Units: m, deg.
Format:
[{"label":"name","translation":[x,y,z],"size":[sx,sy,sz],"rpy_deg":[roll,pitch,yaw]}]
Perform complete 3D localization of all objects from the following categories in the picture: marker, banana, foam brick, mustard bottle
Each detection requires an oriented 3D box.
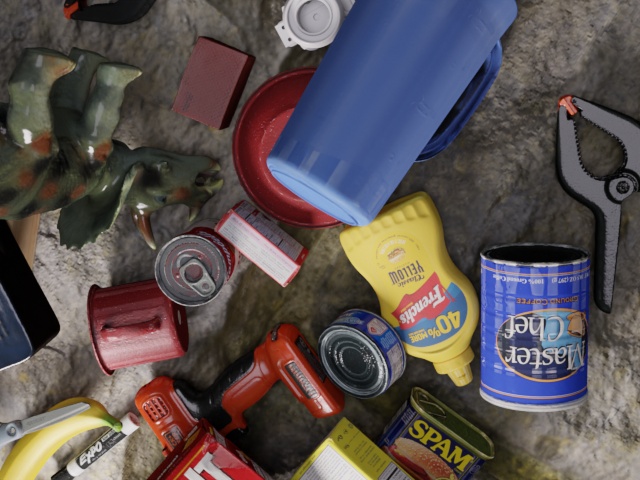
[{"label":"marker","translation":[-0.241,0.225,1.131],"size":[0.121,0.020,0.020],"rpy_deg":[-40,95,11]},{"label":"banana","translation":[-0.288,0.221,1.115],"size":[0.198,0.070,0.037],"rpy_deg":[-41,135,17]},{"label":"foam brick","translation":[-0.102,-0.152,1.029],"size":[0.053,0.051,0.078],"rpy_deg":[24,102,2]},{"label":"mustard bottle","translation":[0.101,0.055,1.043],"size":[0.096,0.058,0.191],"rpy_deg":[-25,98,14]}]

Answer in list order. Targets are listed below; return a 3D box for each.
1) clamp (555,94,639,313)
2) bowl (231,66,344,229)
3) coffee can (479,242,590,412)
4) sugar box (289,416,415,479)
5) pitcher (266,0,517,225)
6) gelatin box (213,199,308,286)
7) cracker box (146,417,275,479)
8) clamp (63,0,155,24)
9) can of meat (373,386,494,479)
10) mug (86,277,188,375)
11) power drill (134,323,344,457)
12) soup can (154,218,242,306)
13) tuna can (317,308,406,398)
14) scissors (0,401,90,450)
[{"label":"clamp","translation":[0.281,-0.043,1.017],"size":[0.165,0.036,0.210],"rpy_deg":[-41,92,13]},{"label":"bowl","translation":[-0.010,-0.086,1.030],"size":[0.162,0.055,0.162],"rpy_deg":[1,101,5]},{"label":"coffee can","translation":[0.203,0.080,1.014],"size":[0.103,0.102,0.140],"rpy_deg":[0,100,6]},{"label":"sugar box","translation":[0.060,0.264,1.043],"size":[0.176,0.048,0.093],"rpy_deg":[40,128,6]},{"label":"pitcher","translation":[0.065,-0.133,0.948],"size":[0.149,0.145,0.243],"rpy_deg":[32,85,1]},{"label":"gelatin box","translation":[-0.057,0.001,1.042],"size":[0.089,0.073,0.030],"rpy_deg":[38,102,-2]},{"label":"cracker box","translation":[-0.087,0.306,1.031],"size":[0.213,0.072,0.164],"rpy_deg":[43,84,-10]},{"label":"clamp","translation":[-0.176,-0.270,1.021],"size":[0.171,0.039,0.120],"rpy_deg":[-19,97,9]},{"label":"can of meat","translation":[0.109,0.212,1.074],"size":[0.102,0.057,0.084],"rpy_deg":[36,105,-1]},{"label":"mug","translation":[-0.180,0.082,1.051],"size":[0.081,0.117,0.093],"rpy_deg":[-11,90,3]},{"label":"power drill","translation":[-0.071,0.187,1.086],"size":[0.188,0.057,0.184],"rpy_deg":[-33,97,10]},{"label":"soup can","translation":[-0.116,0.019,1.036],"size":[0.068,0.102,0.068],"rpy_deg":[1,101,6]},{"label":"tuna can","translation":[0.040,0.112,1.052],"size":[0.086,0.033,0.086],"rpy_deg":[20,126,29]},{"label":"scissors","translation":[-0.331,0.184,1.112],"size":[0.202,0.016,0.096],"rpy_deg":[-36,77,19]}]
